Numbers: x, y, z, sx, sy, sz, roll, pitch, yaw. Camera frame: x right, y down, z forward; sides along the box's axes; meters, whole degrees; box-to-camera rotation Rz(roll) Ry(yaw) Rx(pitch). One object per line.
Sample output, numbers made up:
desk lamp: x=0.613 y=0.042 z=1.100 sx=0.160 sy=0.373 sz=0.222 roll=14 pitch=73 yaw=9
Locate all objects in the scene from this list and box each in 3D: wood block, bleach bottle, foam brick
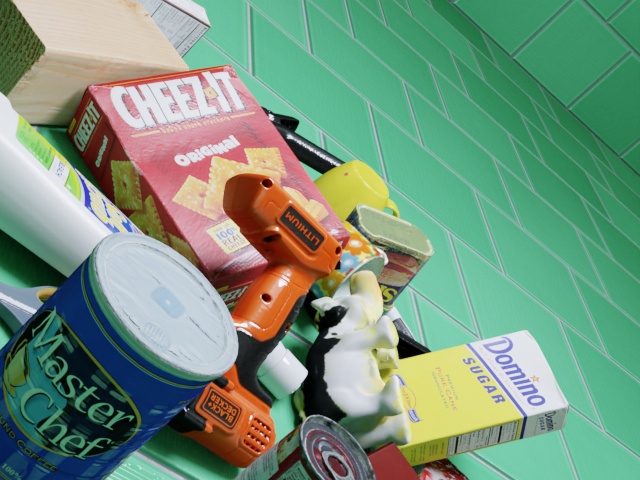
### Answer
wood block: x=-0.222 y=-0.161 z=0.938 sx=0.091 sy=0.090 sz=0.205 roll=52 pitch=22 yaw=13
bleach bottle: x=-0.169 y=0.001 z=0.797 sx=0.250 sy=0.068 sz=0.102 roll=43 pitch=7 yaw=-22
foam brick: x=0.039 y=0.201 z=0.847 sx=0.051 sy=0.053 sz=0.078 roll=53 pitch=23 yaw=15

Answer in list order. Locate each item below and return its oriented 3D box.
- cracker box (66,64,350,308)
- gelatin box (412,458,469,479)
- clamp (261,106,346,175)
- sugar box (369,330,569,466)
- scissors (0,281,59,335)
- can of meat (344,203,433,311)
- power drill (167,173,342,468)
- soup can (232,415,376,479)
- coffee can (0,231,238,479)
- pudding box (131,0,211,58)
cracker box: x=-0.096 y=-0.050 z=0.936 sx=0.163 sy=0.072 sz=0.214 roll=-17 pitch=65 yaw=-42
gelatin box: x=0.117 y=0.236 z=0.957 sx=0.089 sy=0.030 sz=0.073 roll=45 pitch=22 yaw=-3
clamp: x=-0.057 y=-0.125 z=1.211 sx=0.209 sy=0.036 sz=0.165 roll=18 pitch=17 yaw=-46
sugar box: x=0.122 y=0.143 z=0.958 sx=0.048 sy=0.176 sz=0.093 roll=84 pitch=-12 yaw=-47
scissors: x=-0.214 y=0.047 z=0.699 sx=0.201 sy=0.016 sz=0.096 roll=24 pitch=30 yaw=-43
can of meat: x=0.056 y=0.018 z=1.121 sx=0.102 sy=0.084 sz=0.057 roll=21 pitch=32 yaw=-28
power drill: x=-0.073 y=0.046 z=0.768 sx=0.184 sy=0.057 sz=0.187 roll=44 pitch=63 yaw=-35
soup can: x=-0.022 y=0.174 z=0.715 sx=0.068 sy=0.102 sz=0.068 roll=38 pitch=24 yaw=-20
coffee can: x=-0.132 y=0.078 z=0.628 sx=0.102 sy=0.140 sz=0.103 roll=38 pitch=24 yaw=-20
pudding box: x=-0.185 y=-0.226 z=1.114 sx=0.113 sy=0.090 sz=0.039 roll=23 pitch=33 yaw=-45
